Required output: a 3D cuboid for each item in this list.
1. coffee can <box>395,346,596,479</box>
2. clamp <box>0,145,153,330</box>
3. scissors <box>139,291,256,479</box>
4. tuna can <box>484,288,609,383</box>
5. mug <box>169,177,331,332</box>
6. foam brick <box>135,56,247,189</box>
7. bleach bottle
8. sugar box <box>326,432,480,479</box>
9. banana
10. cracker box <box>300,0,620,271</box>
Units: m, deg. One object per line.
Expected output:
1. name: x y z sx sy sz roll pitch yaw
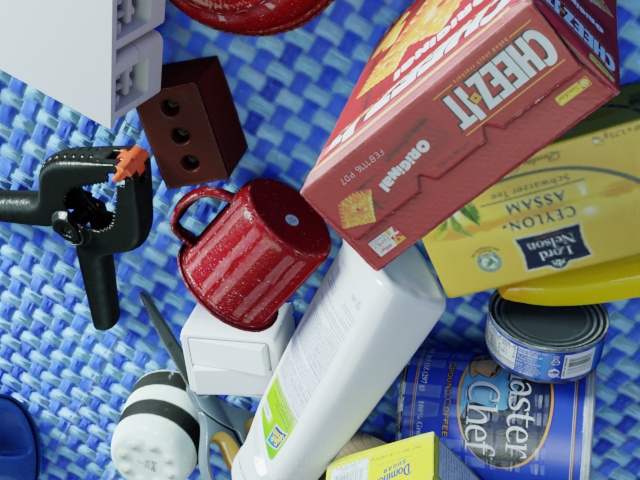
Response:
1. coffee can: 0.135 0.136 0.812 0.140 0.102 0.103 4 122 14
2. clamp: -0.196 -0.021 0.828 0.164 0.036 0.210 37 140 -7
3. scissors: -0.086 0.130 0.915 0.016 0.096 0.202 -23 83 48
4. tuna can: 0.162 0.064 0.770 0.086 0.086 0.034 9 124 11
5. mug: -0.055 0.001 0.791 0.117 0.093 0.082 35 119 -16
6. foam brick: -0.093 -0.086 0.771 0.053 0.051 0.078 -8 118 20
7. bleach bottle: -0.004 0.114 0.808 0.068 0.102 0.251 21 115 -26
8. sugar box: 0.088 0.214 0.796 0.093 0.048 0.176 -22 127 28
9. banana: 0.224 0.014 0.738 0.198 0.037 0.069 -16 152 26
10. cracker box: 0.085 -0.101 0.612 0.072 0.213 0.164 43 122 -12
